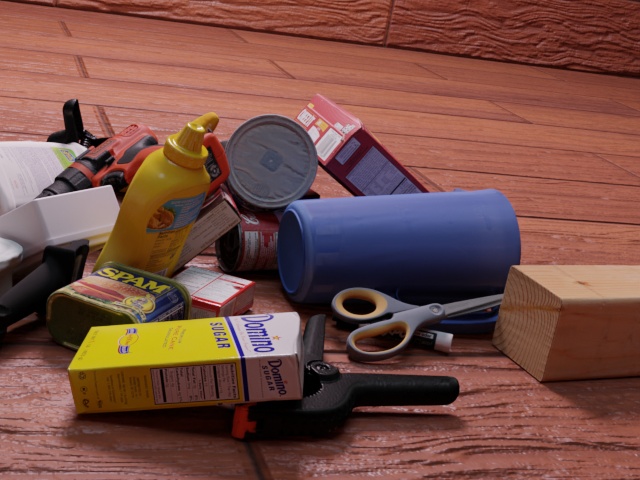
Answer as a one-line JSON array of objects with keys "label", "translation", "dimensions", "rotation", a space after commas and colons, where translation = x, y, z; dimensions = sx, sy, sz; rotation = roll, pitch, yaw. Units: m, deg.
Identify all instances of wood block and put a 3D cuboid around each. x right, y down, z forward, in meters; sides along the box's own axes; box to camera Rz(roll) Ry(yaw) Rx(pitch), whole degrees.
[{"label": "wood block", "translation": [0.292, 0.081, 1.087], "dimensions": [0.205, 0.090, 0.091], "rotation": [1, 20, -26]}]

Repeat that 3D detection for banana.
[{"label": "banana", "translation": [-0.210, -0.104, 1.363], "dimensions": [0.198, 0.069, 0.037], "rotation": [-22, -43, 33]}]

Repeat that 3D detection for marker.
[{"label": "marker", "translation": [0.071, 0.089, 1.062], "dimensions": [0.121, 0.020, 0.020], "rotation": [13, 18, 10]}]

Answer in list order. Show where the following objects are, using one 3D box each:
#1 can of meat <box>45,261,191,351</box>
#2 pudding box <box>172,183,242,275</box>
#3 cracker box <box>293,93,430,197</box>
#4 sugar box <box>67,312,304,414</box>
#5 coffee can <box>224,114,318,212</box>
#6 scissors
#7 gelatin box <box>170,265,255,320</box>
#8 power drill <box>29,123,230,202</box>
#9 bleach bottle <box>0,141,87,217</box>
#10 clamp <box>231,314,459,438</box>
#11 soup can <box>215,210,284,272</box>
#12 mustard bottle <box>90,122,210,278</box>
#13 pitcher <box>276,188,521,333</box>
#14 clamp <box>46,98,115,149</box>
[{"label": "can of meat", "translation": [-0.180, 0.065, 0.946], "dimensions": [0.102, 0.057, 0.083], "rotation": [16, 21, 20]}, {"label": "pudding box", "translation": [-0.141, -0.014, 1.139], "dimensions": [0.039, 0.113, 0.090], "rotation": [50, 2, -22]}, {"label": "cracker box", "translation": [0.071, -0.076, 1.320], "dimensions": [0.213, 0.072, 0.164], "rotation": [40, 4, -27]}, {"label": "sugar box", "translation": [-0.102, 0.095, 0.845], "dimensions": [0.176, 0.048, 0.093], "rotation": [-7, 17, 2]}, {"label": "coffee can", "translation": [-0.060, -0.085, 1.222], "dimensions": [0.102, 0.103, 0.140], "rotation": [8, -1, -5]}, {"label": "scissors", "translation": [0.095, 0.063, 1.062], "dimensions": [0.201, 0.016, 0.096], "rotation": [-23, 54, -35]}, {"label": "gelatin box", "translation": [-0.114, 0.057, 1.049], "dimensions": [0.073, 0.030, 0.089], "rotation": [13, 18, 16]}, {"label": "power drill", "translation": [-0.204, -0.065, 1.142], "dimensions": [0.188, 0.057, 0.184], "rotation": [8, 42, 41]}, {"label": "bleach bottle", "translation": [-0.320, -0.066, 1.248], "dimensions": [0.068, 0.102, 0.250], "rotation": [-29, -7, 24]}, {"label": "clamp", "translation": [0.010, 0.123, 0.892], "dimensions": [0.165, 0.036, 0.209], "rotation": [19, 22, 27]}, {"label": "soup can", "translation": [-0.058, 0.001, 1.189], "dimensions": [0.102, 0.068, 0.069], "rotation": [0, 20, -28]}, {"label": "mustard bottle", "translation": [-0.153, -0.027, 1.013], "dimensions": [0.058, 0.192, 0.096], "rotation": [38, 27, 20]}, {"label": "pitcher", "translation": [0.084, 0.018, 1.138], "dimensions": [0.242, 0.145, 0.149], "rotation": [-1, 8, -20]}, {"label": "clamp", "translation": [-0.292, -0.119, 1.367], "dimensions": [0.120, 0.039, 0.172], "rotation": [28, -28, -18]}]
